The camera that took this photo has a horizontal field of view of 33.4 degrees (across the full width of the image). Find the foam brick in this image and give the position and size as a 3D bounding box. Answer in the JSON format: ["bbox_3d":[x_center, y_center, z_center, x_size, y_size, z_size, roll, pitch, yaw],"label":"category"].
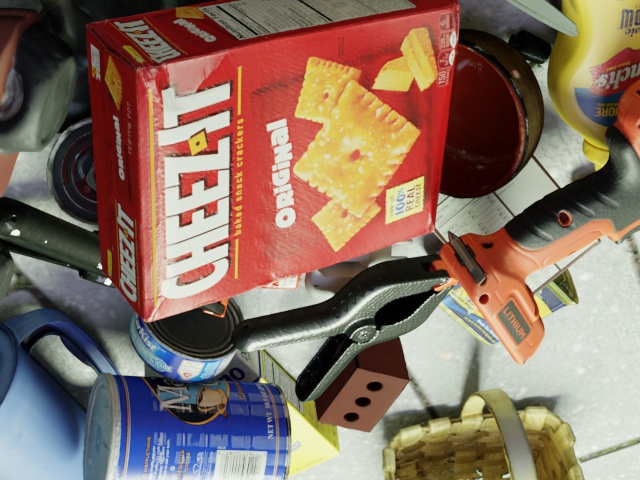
[{"bbox_3d":[0.033,0.120,0.921,0.053,0.051,0.078,15,129,-21],"label":"foam brick"}]

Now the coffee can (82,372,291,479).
[{"bbox_3d":[-0.105,0.158,0.831,0.140,0.103,0.103,6,132,-22],"label":"coffee can"}]

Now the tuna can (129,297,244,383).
[{"bbox_3d":[-0.104,0.068,0.827,0.086,0.086,0.034,14,131,-21],"label":"tuna can"}]

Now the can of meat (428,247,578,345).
[{"bbox_3d":[0.142,0.031,0.852,0.084,0.057,0.102,-33,129,24],"label":"can of meat"}]

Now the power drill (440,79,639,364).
[{"bbox_3d":[0.186,0.000,0.708,0.188,0.057,0.184,-37,132,5],"label":"power drill"}]

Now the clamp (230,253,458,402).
[{"bbox_3d":[0.019,0.058,0.808,0.172,0.039,0.120,-38,145,15],"label":"clamp"}]

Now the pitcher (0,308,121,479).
[{"bbox_3d":[-0.233,0.173,0.889,0.149,0.145,0.242,-13,138,20],"label":"pitcher"}]

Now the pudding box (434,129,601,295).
[{"bbox_3d":[0.133,-0.016,0.772,0.090,0.039,0.113,-40,90,11],"label":"pudding box"}]

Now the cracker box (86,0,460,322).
[{"bbox_3d":[-0.023,-0.059,0.635,0.213,0.072,0.164,-17,128,-29],"label":"cracker box"}]

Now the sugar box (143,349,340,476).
[{"bbox_3d":[-0.066,0.148,0.936,0.093,0.048,0.176,-28,132,17],"label":"sugar box"}]

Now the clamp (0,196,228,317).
[{"bbox_3d":[-0.161,0.011,0.752,0.209,0.036,0.165,22,171,-35],"label":"clamp"}]

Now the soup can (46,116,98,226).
[{"bbox_3d":[-0.132,-0.040,0.700,0.068,0.068,0.102,-11,177,1],"label":"soup can"}]

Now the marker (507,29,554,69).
[{"bbox_3d":[0.181,-0.119,0.742,0.121,0.020,0.020,17,128,-23],"label":"marker"}]
